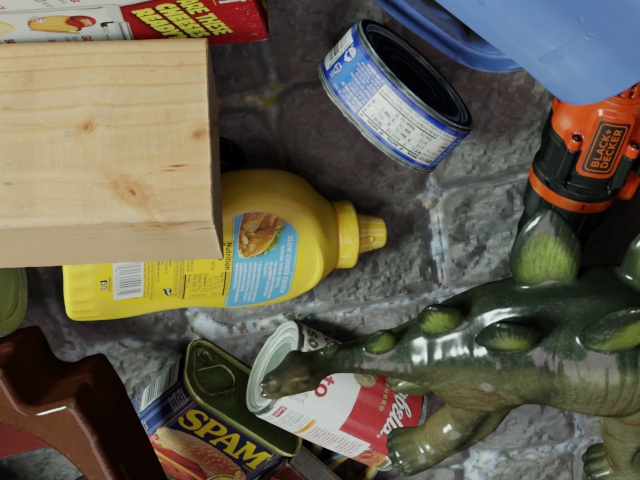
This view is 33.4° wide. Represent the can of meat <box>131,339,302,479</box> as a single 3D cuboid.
[{"bbox_3d":[-0.077,0.128,0.729,0.102,0.057,0.084,37,118,-24],"label":"can of meat"}]

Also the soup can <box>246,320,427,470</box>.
[{"bbox_3d":[0.010,0.103,0.708,0.102,0.068,0.069,27,119,-20],"label":"soup can"}]

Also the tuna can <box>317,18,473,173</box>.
[{"bbox_3d":[0.041,-0.078,0.572,0.086,0.086,0.034,34,115,-24],"label":"tuna can"}]

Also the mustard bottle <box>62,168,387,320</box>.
[{"bbox_3d":[-0.054,0.000,0.628,0.191,0.058,0.096,-3,135,-13],"label":"mustard bottle"}]

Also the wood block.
[{"bbox_3d":[-0.154,-0.038,0.520,0.206,0.090,0.091,-3,166,-3],"label":"wood block"}]
